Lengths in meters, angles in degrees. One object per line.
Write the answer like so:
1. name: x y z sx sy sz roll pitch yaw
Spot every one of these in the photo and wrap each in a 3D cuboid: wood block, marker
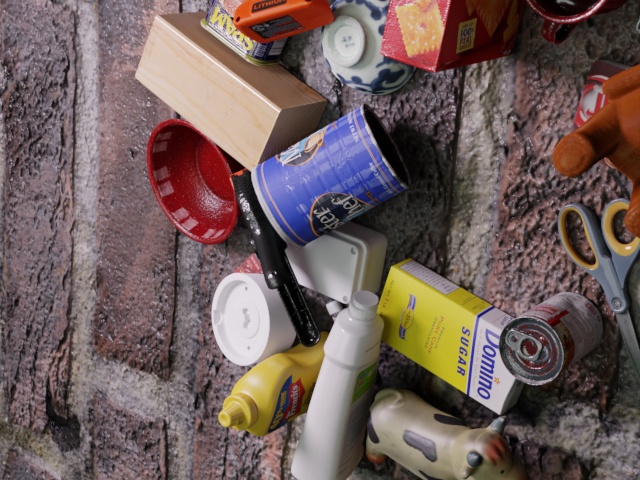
1. wood block: -0.106 -0.175 1.240 0.206 0.090 0.090 39 122 23
2. marker: 0.027 0.101 1.257 0.020 0.020 0.121 -29 84 38

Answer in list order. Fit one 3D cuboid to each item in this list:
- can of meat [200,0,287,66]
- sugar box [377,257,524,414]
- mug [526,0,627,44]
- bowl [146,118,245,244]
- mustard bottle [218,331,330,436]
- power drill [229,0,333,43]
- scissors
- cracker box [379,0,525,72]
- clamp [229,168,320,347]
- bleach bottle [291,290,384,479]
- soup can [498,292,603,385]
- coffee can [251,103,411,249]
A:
1. can of meat: -0.076 -0.261 1.218 0.102 0.057 0.084 40 120 22
2. sugar box: 0.144 0.102 1.151 0.176 0.048 0.093 31 121 29
3. mug: 0.235 -0.234 0.969 0.093 0.081 0.117 30 118 28
4. bowl: -0.140 -0.079 1.303 0.162 0.055 0.162 24 128 34
5. mustard bottle: -0.048 0.173 1.223 0.058 0.191 0.096 33 120 26
6. power drill: -0.029 -0.314 1.127 0.185 0.057 0.187 -12 70 29
7. scissors: 0.302 0.045 1.035 0.096 0.016 0.202 -36 80 38
8. cracker box: 0.143 -0.271 0.978 0.072 0.163 0.214 25 116 28
9. clamp: -0.058 0.001 1.160 0.036 0.164 0.210 -23 66 0
10. bleach bottle: 0.029 0.161 1.198 0.068 0.102 0.251 23 123 17
11. soup can: 0.228 0.094 1.048 0.069 0.102 0.068 11 108 35
12. coffee can: 0.012 -0.068 1.142 0.140 0.102 0.103 -29 84 15
